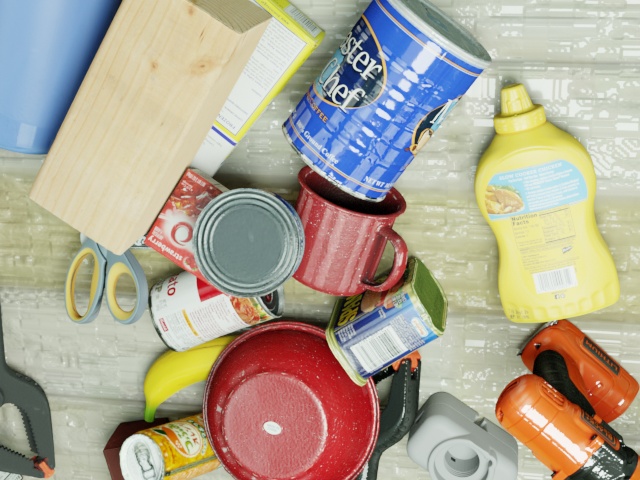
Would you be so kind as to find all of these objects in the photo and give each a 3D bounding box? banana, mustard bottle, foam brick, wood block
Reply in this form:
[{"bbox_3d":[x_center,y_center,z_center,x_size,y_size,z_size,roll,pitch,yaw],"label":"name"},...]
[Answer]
[{"bbox_3d":[-0.085,0.117,0.978,0.198,0.037,0.069,-13,127,17],"label":"banana"},{"bbox_3d":[0.176,-0.032,0.862,0.096,0.058,0.191,-12,106,16],"label":"mustard bottle"},{"bbox_3d":[-0.165,0.216,1.016,0.053,0.051,0.078,-11,106,14],"label":"foam brick"},{"bbox_3d":[-0.134,-0.104,0.834,0.090,0.090,0.206,33,114,1],"label":"wood block"}]

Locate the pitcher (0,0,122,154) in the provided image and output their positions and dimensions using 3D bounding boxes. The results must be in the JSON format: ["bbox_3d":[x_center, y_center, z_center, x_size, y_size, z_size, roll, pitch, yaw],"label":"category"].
[{"bbox_3d":[-0.227,-0.202,0.857,0.145,0.149,0.243,15,115,-10],"label":"pitcher"}]

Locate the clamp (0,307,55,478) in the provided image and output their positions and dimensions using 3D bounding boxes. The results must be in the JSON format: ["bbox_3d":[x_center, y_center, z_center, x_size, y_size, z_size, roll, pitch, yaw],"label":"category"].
[{"bbox_3d":[-0.327,0.150,0.997,0.036,0.164,0.210,6,127,57],"label":"clamp"}]

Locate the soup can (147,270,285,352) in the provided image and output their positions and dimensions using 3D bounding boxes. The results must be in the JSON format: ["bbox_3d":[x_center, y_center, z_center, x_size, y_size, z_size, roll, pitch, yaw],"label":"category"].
[{"bbox_3d":[-0.091,0.052,0.938,0.102,0.068,0.068,-21,103,17],"label":"soup can"}]

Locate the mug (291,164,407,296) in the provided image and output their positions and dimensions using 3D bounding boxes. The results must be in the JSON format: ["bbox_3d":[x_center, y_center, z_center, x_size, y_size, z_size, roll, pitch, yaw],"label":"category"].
[{"bbox_3d":[0.024,-0.002,0.880,0.117,0.093,0.082,34,120,30],"label":"mug"}]

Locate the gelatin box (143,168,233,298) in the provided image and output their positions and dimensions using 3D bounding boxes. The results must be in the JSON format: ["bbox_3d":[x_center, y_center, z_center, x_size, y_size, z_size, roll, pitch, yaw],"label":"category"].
[{"bbox_3d":[-0.089,-0.006,0.878,0.089,0.030,0.073,33,98,7],"label":"gelatin box"}]

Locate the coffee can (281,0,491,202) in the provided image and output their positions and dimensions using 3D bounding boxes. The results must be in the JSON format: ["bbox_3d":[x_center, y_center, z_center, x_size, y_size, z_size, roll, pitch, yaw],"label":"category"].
[{"bbox_3d":[0.050,-0.116,0.835,0.103,0.102,0.140,37,111,-3],"label":"coffee can"}]

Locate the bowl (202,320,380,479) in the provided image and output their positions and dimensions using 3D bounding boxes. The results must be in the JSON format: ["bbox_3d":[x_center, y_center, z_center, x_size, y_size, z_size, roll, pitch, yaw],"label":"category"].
[{"bbox_3d":[-0.033,0.152,0.911,0.162,0.055,0.162,1,94,13],"label":"bowl"}]

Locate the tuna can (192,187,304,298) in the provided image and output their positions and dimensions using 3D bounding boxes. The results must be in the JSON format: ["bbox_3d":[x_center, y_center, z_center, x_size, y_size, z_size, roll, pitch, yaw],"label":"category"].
[{"bbox_3d":[-0.056,0.001,0.841,0.086,0.033,0.086,1,94,8],"label":"tuna can"}]

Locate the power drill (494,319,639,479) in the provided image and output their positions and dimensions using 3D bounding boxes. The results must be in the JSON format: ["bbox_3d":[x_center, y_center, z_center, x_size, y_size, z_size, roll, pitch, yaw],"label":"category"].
[{"bbox_3d":[0.220,0.148,0.845,0.184,0.187,0.057,42,109,-3],"label":"power drill"}]

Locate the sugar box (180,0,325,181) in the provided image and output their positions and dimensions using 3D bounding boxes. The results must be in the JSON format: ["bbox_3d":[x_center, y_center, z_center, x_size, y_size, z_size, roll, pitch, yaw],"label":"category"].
[{"bbox_3d":[-0.086,-0.131,0.888,0.093,0.048,0.176,40,115,-4],"label":"sugar box"}]

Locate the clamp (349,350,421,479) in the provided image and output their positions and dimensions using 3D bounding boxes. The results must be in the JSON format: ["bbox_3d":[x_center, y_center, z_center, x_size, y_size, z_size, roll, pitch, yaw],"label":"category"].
[{"bbox_3d":[0.040,0.174,0.948,0.120,0.039,0.172,49,114,24],"label":"clamp"}]

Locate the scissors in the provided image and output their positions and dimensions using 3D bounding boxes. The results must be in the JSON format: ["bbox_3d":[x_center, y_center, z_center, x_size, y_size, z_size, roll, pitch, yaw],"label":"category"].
[{"bbox_3d":[-0.174,-0.015,0.930,0.096,0.016,0.202,25,103,26],"label":"scissors"}]

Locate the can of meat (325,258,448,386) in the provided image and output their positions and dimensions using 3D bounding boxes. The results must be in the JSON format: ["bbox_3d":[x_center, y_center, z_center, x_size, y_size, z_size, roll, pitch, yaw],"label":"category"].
[{"bbox_3d":[0.058,0.065,0.896,0.084,0.102,0.057,-32,101,17],"label":"can of meat"}]
